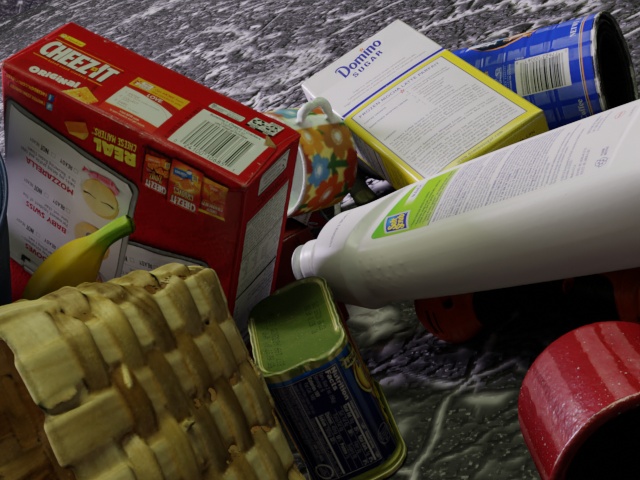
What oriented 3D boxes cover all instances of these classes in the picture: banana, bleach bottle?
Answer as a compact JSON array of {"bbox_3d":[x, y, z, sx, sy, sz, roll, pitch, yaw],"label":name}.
[{"bbox_3d":[-0.141,0.070,0.627,0.069,0.198,0.037,-1,42,-10],"label":"banana"},{"bbox_3d":[0.089,-0.012,0.601,0.251,0.068,0.102,-14,25,39],"label":"bleach bottle"}]

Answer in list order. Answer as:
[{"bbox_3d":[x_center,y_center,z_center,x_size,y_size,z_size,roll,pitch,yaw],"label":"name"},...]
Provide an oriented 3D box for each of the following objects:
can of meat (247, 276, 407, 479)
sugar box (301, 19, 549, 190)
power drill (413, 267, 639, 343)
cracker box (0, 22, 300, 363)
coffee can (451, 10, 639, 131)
[{"bbox_3d":[0.000,0.079,0.600,0.057,0.084,0.102,-25,23,1],"label":"can of meat"},{"bbox_3d":[0.069,-0.084,0.731,0.093,0.048,0.176,-35,39,-7],"label":"sugar box"},{"bbox_3d":[0.170,0.002,0.629,0.184,0.057,0.188,-43,26,-26],"label":"power drill"},{"bbox_3d":[-0.107,-0.002,0.649,0.164,0.214,0.072,26,44,16],"label":"cracker box"},{"bbox_3d":[0.155,-0.105,0.801,0.141,0.103,0.102,-10,28,31],"label":"coffee can"}]
